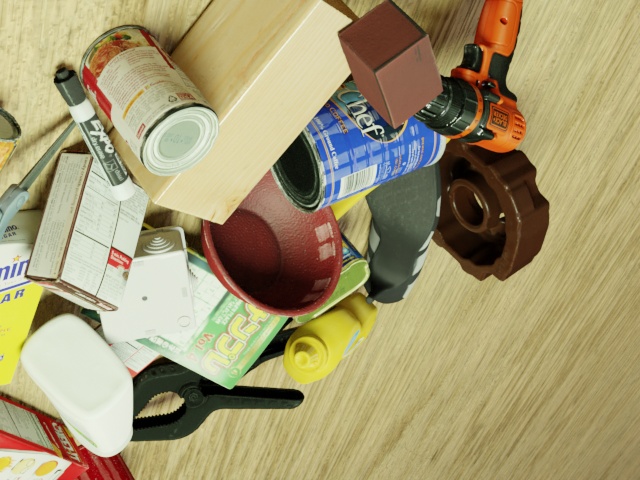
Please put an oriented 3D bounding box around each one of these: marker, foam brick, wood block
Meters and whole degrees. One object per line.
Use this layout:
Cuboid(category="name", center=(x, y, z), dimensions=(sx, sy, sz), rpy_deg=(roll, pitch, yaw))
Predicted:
Cuboid(category="marker", center=(-0.177, -0.083, 0.835), dimensions=(0.020, 0.020, 0.121), rpy_deg=(-32, 128, -13))
Cuboid(category="foam brick", center=(0.056, -0.138, 0.837), dimensions=(0.053, 0.051, 0.078), rpy_deg=(-37, 149, -6))
Cuboid(category="wood block", center=(-0.065, -0.124, 0.867), dimensions=(0.206, 0.090, 0.090), rpy_deg=(-48, 148, 16))

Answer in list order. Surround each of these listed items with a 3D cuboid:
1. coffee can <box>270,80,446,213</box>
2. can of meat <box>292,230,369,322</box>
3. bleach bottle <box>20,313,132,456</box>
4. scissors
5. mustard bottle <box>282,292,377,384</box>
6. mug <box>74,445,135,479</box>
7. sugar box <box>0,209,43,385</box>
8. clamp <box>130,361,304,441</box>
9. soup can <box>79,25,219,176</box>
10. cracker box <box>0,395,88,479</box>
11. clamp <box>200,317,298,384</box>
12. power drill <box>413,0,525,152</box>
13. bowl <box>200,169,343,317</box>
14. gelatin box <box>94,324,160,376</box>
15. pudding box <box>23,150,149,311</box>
Cuboid(category="coffee can", center=(0.032, -0.096, 0.995), dimensions=(0.140, 0.103, 0.103), rpy_deg=(-23, 146, -25))
Cuboid(category="can of meat", center=(-0.010, 0.027, 1.131), dimensions=(0.102, 0.084, 0.057), rpy_deg=(-34, 150, -9))
Cuboid(category="bleach bottle", center=(-0.230, 0.156, 1.046), dimensions=(0.068, 0.102, 0.251), rpy_deg=(-43, 170, -21))
Cuboid(category="scissors", center=(-0.240, -0.017, 0.823), dimensions=(0.201, 0.016, 0.096), rpy_deg=(-54, 171, -35))
Cuboid(category="mustard bottle", center=(0.005, 0.112, 1.176), dimensions=(0.096, 0.058, 0.191), rpy_deg=(-45, 174, 14))
Cuboid(category="mug", center=(-0.259, 0.296, 1.219), dimensions=(0.117, 0.082, 0.093), rpy_deg=(-49, 148, 17))
Cuboid(category="sugar box", center=(-0.290, 0.056, 0.905), dimensions=(0.093, 0.048, 0.176), rpy_deg=(-8, 139, -41))
Cuboid(category="clamp", center=(-0.140, 0.152, 1.169), dimensions=(0.210, 0.036, 0.164), rpy_deg=(-22, 115, 0))
Cuboid(category="soup can", center=(-0.129, -0.106, 0.809), dimensions=(0.068, 0.102, 0.068), rpy_deg=(-28, 148, -19))
Cuboid(category="cracker box", center=(-0.353, 0.223, 1.033), dimensions=(0.164, 0.072, 0.213), rpy_deg=(-38, 151, 1))
Cuboid(category="clamp", center=(-0.081, 0.122, 1.224), dimensions=(0.171, 0.039, 0.120), rpy_deg=(-29, 148, -22))
Cuboid(category="power drill", center=(0.136, -0.181, 0.953), dimensions=(0.184, 0.057, 0.187), rpy_deg=(11, 89, -54))
Cuboid(category="bowl", center=(-0.057, 0.001, 1.014), dimensions=(0.161, 0.162, 0.055), rpy_deg=(-8, 167, -42))
Cuboid(category="gelatin box", center=(-0.181, 0.091, 1.085), dimensions=(0.089, 0.030, 0.073), rpy_deg=(-40, 148, 1))
Cuboid(category="pudding box", center=(-0.190, -0.006, 0.882), dimensions=(0.090, 0.039, 0.113), rpy_deg=(39, 57, -58))
